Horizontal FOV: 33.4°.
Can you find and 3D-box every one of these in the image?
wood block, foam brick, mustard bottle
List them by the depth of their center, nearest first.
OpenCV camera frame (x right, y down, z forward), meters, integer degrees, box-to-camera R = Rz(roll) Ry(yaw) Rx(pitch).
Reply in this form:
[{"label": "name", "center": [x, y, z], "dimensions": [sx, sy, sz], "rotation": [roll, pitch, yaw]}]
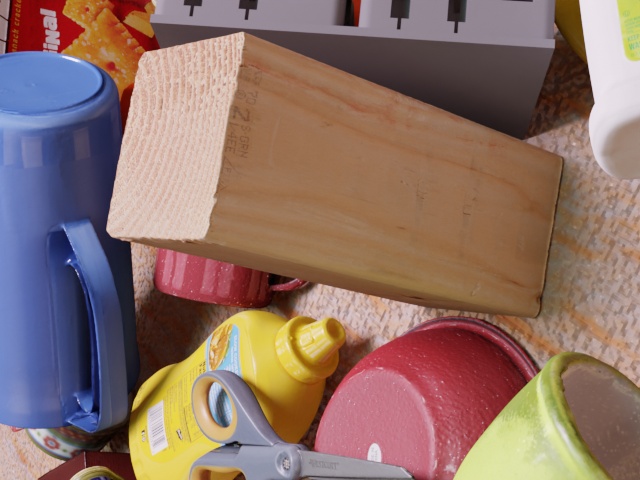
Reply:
[{"label": "wood block", "center": [0.013, -0.023, 0.524], "dimensions": [0.091, 0.205, 0.090], "rotation": [2, 80, 52]}, {"label": "mustard bottle", "center": [-0.051, 0.099, 0.684], "dimensions": [0.192, 0.058, 0.096], "rotation": [-39, 49, 38]}, {"label": "foam brick", "center": [-0.174, 0.197, 0.810], "dimensions": [0.078, 0.051, 0.053], "rotation": [-34, 54, 40]}]

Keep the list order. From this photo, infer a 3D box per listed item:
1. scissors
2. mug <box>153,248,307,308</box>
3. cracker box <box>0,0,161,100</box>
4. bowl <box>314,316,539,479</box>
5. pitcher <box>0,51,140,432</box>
[{"label": "scissors", "center": [-0.023, 0.104, 0.585], "dimensions": [0.202, 0.016, 0.096], "rotation": [-32, 67, 49]}, {"label": "mug", "center": [-0.055, 0.001, 0.709], "dimensions": [0.117, 0.093, 0.081], "rotation": [10, 91, 16]}, {"label": "cracker box", "center": [-0.205, -0.134, 0.825], "dimensions": [0.072, 0.213, 0.164], "rotation": [-22, 62, 47]}, {"label": "bowl", "center": [0.046, 0.115, 0.562], "dimensions": [0.162, 0.055, 0.162], "rotation": [-19, 64, 47]}, {"label": "pitcher", "center": [-0.185, 0.005, 0.728], "dimensions": [0.145, 0.149, 0.243], "rotation": [-71, -11, -56]}]
